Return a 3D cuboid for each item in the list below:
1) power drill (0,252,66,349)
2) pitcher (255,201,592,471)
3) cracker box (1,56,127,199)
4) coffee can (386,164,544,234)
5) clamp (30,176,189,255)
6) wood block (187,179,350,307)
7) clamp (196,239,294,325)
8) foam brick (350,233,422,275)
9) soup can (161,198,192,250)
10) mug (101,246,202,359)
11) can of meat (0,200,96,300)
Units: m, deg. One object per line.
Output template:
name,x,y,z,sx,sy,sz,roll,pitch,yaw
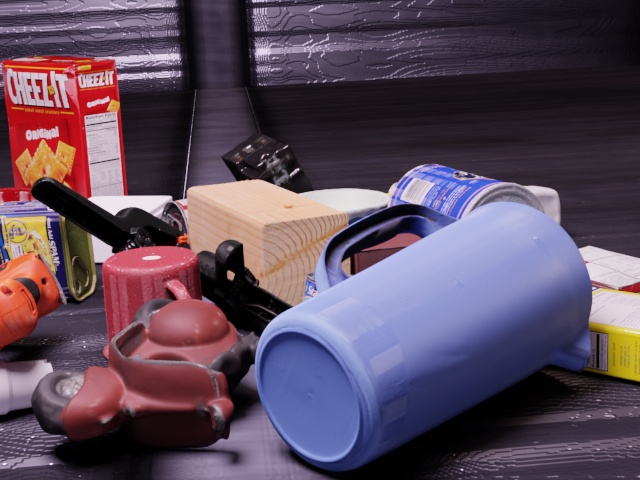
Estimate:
power drill,-0.292,0.074,0.851,0.184,0.057,0.187,-24,9,5
pitcher,0.066,0.058,0.748,0.149,0.145,0.242,-4,12,45
cracker box,-0.328,-0.124,1.363,0.164,0.214,0.071,10,19,41
coffee can,0.146,-0.018,1.086,0.102,0.103,0.140,-10,16,-25
clamp,-0.192,0.001,1.052,0.036,0.164,0.209,-36,-3,17
wood block,-0.057,0.001,1.080,0.090,0.090,0.206,-8,15,-25
clamp,-0.077,0.035,0.935,0.039,0.120,0.172,-46,29,-22
foam brick,0.069,0.025,1.036,0.078,0.053,0.051,-6,15,-8
soup can,-0.120,-0.018,1.208,0.102,0.068,0.069,-11,17,-32
mug,-0.135,0.055,0.896,0.093,0.081,0.117,-11,16,-29
can of meat,-0.278,0.009,1.068,0.084,0.102,0.057,-2,13,12
